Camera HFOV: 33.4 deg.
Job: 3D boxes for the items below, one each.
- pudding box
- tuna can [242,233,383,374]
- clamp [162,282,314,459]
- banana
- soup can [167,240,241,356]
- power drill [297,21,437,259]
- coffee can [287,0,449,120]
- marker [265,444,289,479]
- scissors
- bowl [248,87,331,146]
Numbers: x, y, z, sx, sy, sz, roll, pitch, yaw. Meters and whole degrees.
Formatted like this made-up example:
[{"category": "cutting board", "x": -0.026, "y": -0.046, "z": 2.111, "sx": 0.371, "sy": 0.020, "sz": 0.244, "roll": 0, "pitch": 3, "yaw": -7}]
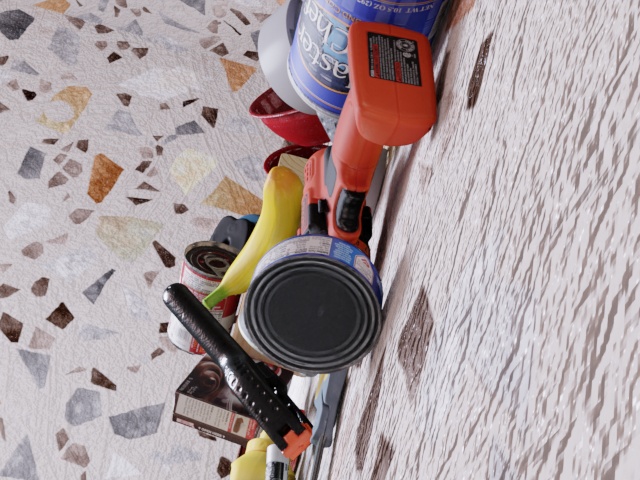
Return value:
[{"category": "pudding box", "x": -0.085, "y": 0.151, "z": 1.047, "sx": 0.113, "sy": 0.090, "sz": 0.039, "roll": -53, "pitch": -21, "yaw": -64}, {"category": "tuna can", "x": -0.004, "y": 0.039, "z": 0.666, "sx": 0.033, "sy": 0.086, "sz": 0.086, "roll": -76, "pitch": 3, "yaw": -61}, {"category": "clamp", "x": -0.049, "y": 0.128, "z": 0.911, "sx": 0.036, "sy": 0.164, "sz": 0.210, "roll": -45, "pitch": 36, "yaw": -2}, {"category": "banana", "x": -0.048, "y": -0.005, "z": 0.952, "sx": 0.069, "sy": 0.037, "sz": 0.198, "roll": -42, "pitch": -13, "yaw": -44}, {"category": "soup can", "x": -0.118, "y": 0.061, "z": 1.107, "sx": 0.068, "sy": 0.068, "sz": 0.102, "roll": -80, "pitch": 6, "yaw": -61}, {"category": "power drill", "x": 0.025, "y": -0.039, "z": 0.733, "sx": 0.188, "sy": 0.057, "sz": 0.184, "roll": 111, "pitch": 162, "yaw": -45}, {"category": "coffee can", "x": 0.037, "y": -0.168, "z": 0.780, "sx": 0.140, "sy": 0.103, "sz": 0.102, "roll": 110, "pitch": 175, "yaw": -56}, {"category": "marker", "x": -0.038, "y": 0.223, "z": 0.854, "sx": 0.020, "sy": 0.020, "sz": 0.121, "roll": 110, "pitch": 166, "yaw": -57}, {"category": "scissors", "x": 0.000, "y": 0.136, "z": 0.767, "sx": 0.096, "sy": 0.016, "sz": 0.201, "roll": 108, "pitch": 176, "yaw": -63}, {"category": "bowl", "x": 0.008, "y": -0.145, "z": 1.135, "sx": 0.162, "sy": 0.162, "sz": 0.055, "roll": -81, "pitch": -30, "yaw": -65}]
